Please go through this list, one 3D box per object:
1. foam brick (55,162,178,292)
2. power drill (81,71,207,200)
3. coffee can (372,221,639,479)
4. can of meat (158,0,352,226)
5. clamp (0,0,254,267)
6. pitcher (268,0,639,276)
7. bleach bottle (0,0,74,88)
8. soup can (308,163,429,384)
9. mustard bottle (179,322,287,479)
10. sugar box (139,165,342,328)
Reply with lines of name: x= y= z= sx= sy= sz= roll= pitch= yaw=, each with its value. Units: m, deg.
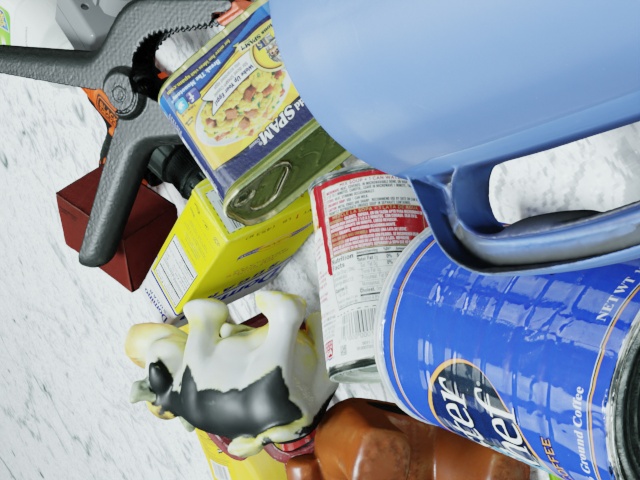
foam brick: x=-0.144 y=-0.011 z=0.769 sx=0.078 sy=0.051 sz=0.053 roll=32 pitch=141 yaw=29
power drill: x=-0.127 y=-0.043 z=0.822 sx=0.184 sy=0.057 sz=0.188 roll=48 pitch=147 yaw=23
coffee can: x=0.104 y=0.048 z=0.456 sx=0.141 sy=0.102 sz=0.103 roll=14 pitch=126 yaw=55
can of meat: x=-0.029 y=-0.073 z=0.583 sx=0.084 sy=0.102 sz=0.057 roll=55 pitch=-169 yaw=19
clamp: x=-0.116 y=-0.083 z=0.676 sx=0.210 sy=0.036 sz=0.164 roll=-21 pitch=93 yaw=29
pitcher: x=0.099 y=-0.088 z=0.323 sx=0.149 sy=0.145 sz=0.243 roll=47 pitch=154 yaw=-19
bleach bottle: x=-0.266 y=-0.187 z=0.924 sx=0.251 sy=0.068 sz=0.102 roll=34 pitch=141 yaw=38
soup can: x=0.032 y=0.018 z=0.550 sx=0.069 sy=0.068 sz=0.102 roll=143 pitch=125 yaw=-62
mustard bottle: x=-0.083 y=0.128 z=0.889 sx=0.096 sy=0.058 sz=0.191 roll=5 pitch=119 yaw=59
sugar box: x=-0.054 y=0.001 z=0.694 sx=0.048 sy=0.093 sz=0.176 roll=59 pitch=153 yaw=13
